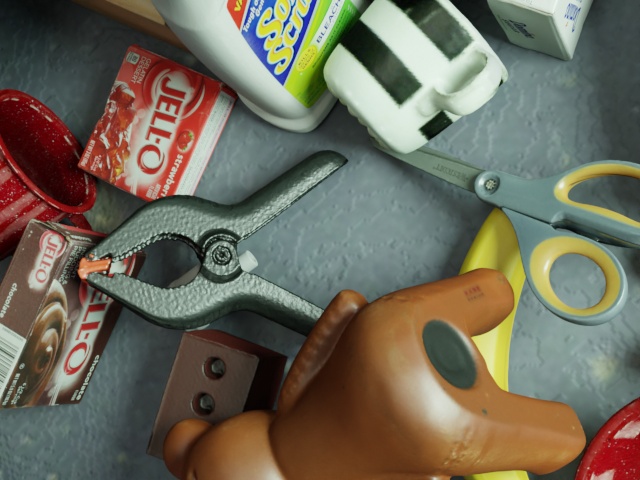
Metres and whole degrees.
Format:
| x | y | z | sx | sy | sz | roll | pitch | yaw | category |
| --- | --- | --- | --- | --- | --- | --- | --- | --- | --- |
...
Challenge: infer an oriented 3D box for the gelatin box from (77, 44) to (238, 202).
| x | y | z | sx | sy | sz | roll | pitch | yaw | category |
| --- | --- | --- | --- | --- | --- | --- | --- | --- | --- |
| -0.105 | -0.071 | 0.686 | 0.073 | 0.030 | 0.089 | 25 | 93 | 19 | gelatin box |

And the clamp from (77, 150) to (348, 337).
| x | y | z | sx | sy | sz | roll | pitch | yaw | category |
| --- | --- | --- | --- | --- | --- | --- | --- | --- | --- |
| -0.054 | 0.001 | 0.630 | 0.171 | 0.039 | 0.120 | 5 | 74 | -12 | clamp |

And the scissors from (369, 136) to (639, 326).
| x | y | z | sx | sy | sz | roll | pitch | yaw | category |
| --- | --- | --- | --- | --- | --- | --- | --- | --- | --- |
| 0.096 | -0.010 | 0.582 | 0.202 | 0.016 | 0.096 | 8 | 76 | 39 | scissors |

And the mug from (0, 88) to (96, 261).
| x | y | z | sx | sy | sz | roll | pitch | yaw | category |
| --- | --- | --- | --- | --- | --- | --- | --- | --- | --- |
| -0.198 | -0.028 | 0.691 | 0.082 | 0.093 | 0.117 | -32 | 112 | 18 | mug |

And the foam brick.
| x | y | z | sx | sy | sz | roll | pitch | yaw | category |
| --- | --- | --- | --- | --- | --- | --- | --- | --- | --- |
| -0.061 | 0.098 | 0.642 | 0.053 | 0.051 | 0.078 | 17 | 90 | 19 | foam brick |

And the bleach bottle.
| x | y | z | sx | sy | sz | roll | pitch | yaw | category |
| --- | --- | --- | --- | --- | --- | --- | --- | --- | --- |
| -0.045 | -0.131 | 0.555 | 0.068 | 0.250 | 0.102 | 33 | 95 | 19 | bleach bottle |

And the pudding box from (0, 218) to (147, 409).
| x | y | z | sx | sy | sz | roll | pitch | yaw | category |
| --- | --- | --- | --- | --- | --- | --- | --- | --- | --- |
| -0.164 | 0.047 | 0.662 | 0.039 | 0.090 | 0.113 | 29 | 95 | 21 | pudding box |

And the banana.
| x | y | z | sx | sy | sz | roll | pitch | yaw | category |
| --- | --- | --- | --- | --- | --- | --- | --- | --- | --- |
| 0.100 | 0.066 | 0.596 | 0.070 | 0.037 | 0.198 | -7 | 76 | 26 | banana |
